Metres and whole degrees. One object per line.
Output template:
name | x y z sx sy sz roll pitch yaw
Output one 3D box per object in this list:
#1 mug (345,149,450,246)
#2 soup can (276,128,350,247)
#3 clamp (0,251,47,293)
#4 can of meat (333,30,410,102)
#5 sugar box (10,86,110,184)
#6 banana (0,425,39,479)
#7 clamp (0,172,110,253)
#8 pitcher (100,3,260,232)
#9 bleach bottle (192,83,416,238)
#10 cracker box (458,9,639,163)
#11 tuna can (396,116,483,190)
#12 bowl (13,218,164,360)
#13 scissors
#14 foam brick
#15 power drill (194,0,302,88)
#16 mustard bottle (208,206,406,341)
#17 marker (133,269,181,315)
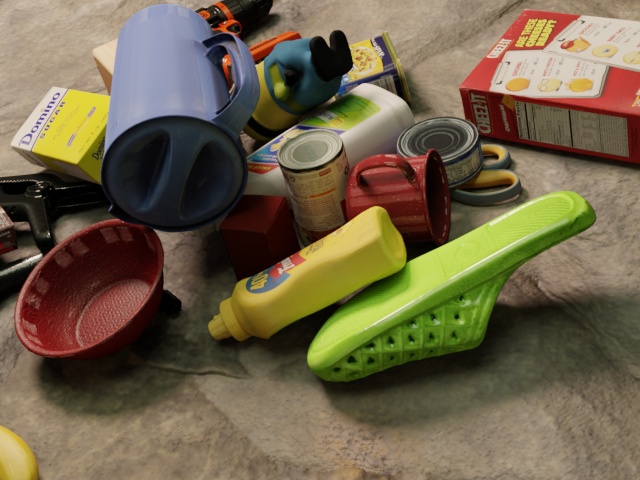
mug | 0.070 -0.043 1.012 0.082 0.117 0.093 -5 60 21
soup can | 0.000 -0.050 1.050 0.068 0.102 0.068 -10 39 8
clamp | -0.351 0.046 1.109 0.120 0.039 0.171 3 40 30
can of meat | 0.051 -0.190 1.235 0.084 0.057 0.102 -17 38 2
sugar box | -0.280 -0.123 1.216 0.177 0.048 0.093 16 68 46
banana | -0.307 0.185 0.929 0.198 0.037 0.069 16 48 34
clamp | -0.311 -0.039 1.183 0.210 0.036 0.164 7 30 28
pitcher | -0.139 -0.137 1.049 0.149 0.145 0.243 -4 41 -6
bleach bottle | -0.025 -0.074 1.119 0.250 0.068 0.103 -32 36 -16
cracker box | 0.279 -0.162 1.112 0.214 0.072 0.164 14 47 33
tuna can | 0.121 -0.090 1.083 0.086 0.034 0.086 -10 38 7
bowl | -0.209 0.057 1.018 0.162 0.055 0.162 -16 45 17
scissors | 0.110 -0.068 1.102 0.202 0.016 0.096 3 41 23
foam brick | -0.057 0.001 1.029 0.051 0.078 0.053 7 45 24
power drill | -0.100 -0.256 1.368 0.184 0.057 0.188 -34 40 -20
mustard bottle | -0.018 0.040 0.960 0.192 0.058 0.096 -29 13 14
marker | -0.172 0.041 1.068 0.020 0.020 0.121 -32 42 -19
